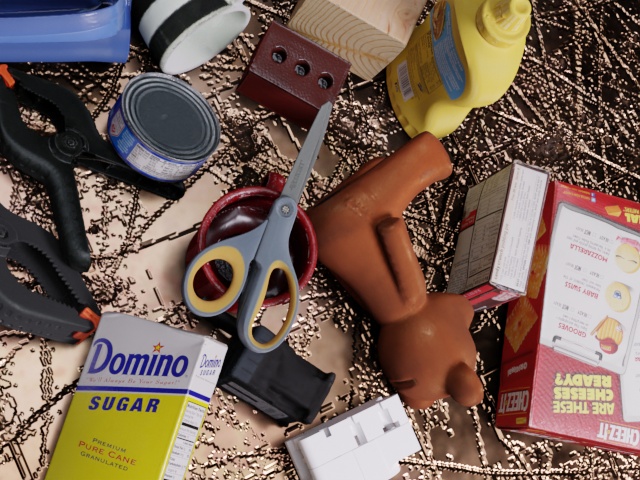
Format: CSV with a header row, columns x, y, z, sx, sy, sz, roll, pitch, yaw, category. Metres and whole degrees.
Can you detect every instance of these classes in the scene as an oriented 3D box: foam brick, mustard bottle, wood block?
x,y,z,sx,sy,sz,roll,pitch,yaw,category
-0.023,-0.136,0.894,0.078,0.051,0.053,27,72,-12,foam brick
0.116,-0.152,0.868,0.058,0.192,0.096,-7,81,-20,mustard bottle
0.059,-0.257,0.927,0.090,0.090,0.206,28,72,-11,wood block

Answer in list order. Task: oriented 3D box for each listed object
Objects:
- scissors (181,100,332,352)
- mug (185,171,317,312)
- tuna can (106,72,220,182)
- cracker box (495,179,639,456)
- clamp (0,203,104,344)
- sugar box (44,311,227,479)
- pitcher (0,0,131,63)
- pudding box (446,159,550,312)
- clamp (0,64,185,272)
x,y,z,sx,sy,sz,roll,pitch,yaw,category
-0.047,-0.019,0.790,0.096,0.016,0.202,11,75,-16,scissors
-0.055,0.001,0.837,0.093,0.082,0.117,20,73,-14,mug
-0.124,-0.088,0.842,0.086,0.034,0.086,21,48,-25,tuna can
0.248,0.072,0.930,0.164,0.072,0.213,13,75,-15,cracker box
-0.244,-0.006,0.781,0.209,0.036,0.164,40,32,-22,clamp
-0.139,0.145,0.768,0.093,0.048,0.176,11,79,23,sugar box
-0.261,-0.187,0.780,0.242,0.149,0.145,-7,80,-16,pitcher
0.149,-0.002,0.902,0.039,0.090,0.113,17,73,-14,pudding box
-0.199,-0.058,0.821,0.171,0.039,0.120,39,49,-4,clamp
